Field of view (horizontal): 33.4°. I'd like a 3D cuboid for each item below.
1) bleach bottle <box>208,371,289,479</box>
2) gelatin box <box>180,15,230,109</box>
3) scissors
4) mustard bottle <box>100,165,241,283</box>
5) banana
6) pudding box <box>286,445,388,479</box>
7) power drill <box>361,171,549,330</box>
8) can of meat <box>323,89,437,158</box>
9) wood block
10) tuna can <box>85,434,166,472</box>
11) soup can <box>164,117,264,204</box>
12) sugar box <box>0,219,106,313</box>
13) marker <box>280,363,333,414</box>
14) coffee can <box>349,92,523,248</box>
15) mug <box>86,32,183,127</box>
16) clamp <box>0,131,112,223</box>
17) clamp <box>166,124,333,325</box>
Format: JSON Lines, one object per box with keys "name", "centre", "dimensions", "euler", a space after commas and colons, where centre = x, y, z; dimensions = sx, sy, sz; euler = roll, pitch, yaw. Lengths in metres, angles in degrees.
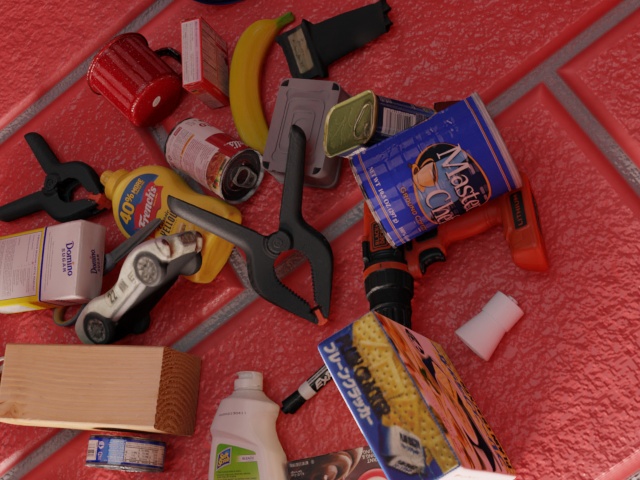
{"name": "bleach bottle", "centre": [-0.069, 0.262, 1.116], "dimensions": [0.103, 0.068, 0.251], "euler": [-8, 71, 22]}
{"name": "gelatin box", "centre": [-0.137, -0.211, 1.267], "dimensions": [0.030, 0.073, 0.089], "euler": [-11, 72, 19]}
{"name": "scissors", "centre": [-0.263, 0.017, 1.261], "dimensions": [0.202, 0.016, 0.096], "euler": [-50, 54, 20]}
{"name": "mustard bottle", "centre": [-0.186, -0.034, 1.246], "dimensions": [0.192, 0.058, 0.096], "euler": [31, 102, 27]}
{"name": "banana", "centre": [-0.075, -0.181, 1.254], "dimensions": [0.070, 0.037, 0.198], "euler": [0, 76, 22]}
{"name": "pudding box", "centre": [0.027, 0.261, 1.089], "dimensions": [0.114, 0.039, 0.090], "euler": [-15, 71, 18]}
{"name": "power drill", "centre": [0.132, 0.012, 1.087], "dimensions": [0.188, 0.057, 0.184], "euler": [-13, 56, 16]}
{"name": "can of meat", "centre": [0.064, -0.115, 1.126], "dimensions": [0.102, 0.083, 0.057], "euler": [-16, 67, 60]}
{"name": "wood block", "centre": [-0.249, 0.167, 1.200], "dimensions": [0.206, 0.090, 0.091], "euler": [-2, 75, 22]}
{"name": "tuna can", "centre": [-0.213, 0.234, 1.169], "dimensions": [0.086, 0.086, 0.034], "euler": [-1, 74, 22]}
{"name": "soup can", "centre": [-0.123, -0.093, 1.226], "dimensions": [0.102, 0.068, 0.068], "euler": [31, 89, 34]}
{"name": "sugar box", "centre": [-0.331, 0.034, 1.273], "dimensions": [0.177, 0.048, 0.093], "euler": [-7, 74, 35]}
{"name": "marker", "centre": [0.004, 0.144, 1.142], "dimensions": [0.121, 0.020, 0.020], "euler": [-43, 65, 6]}
{"name": "coffee can", "centre": [0.113, -0.068, 1.048], "dimensions": [0.140, 0.102, 0.103], "euler": [-26, 67, 9]}
{"name": "mug", "centre": [-0.212, -0.196, 1.294], "dimensions": [0.117, 0.093, 0.081], "euler": [-34, 65, -30]}
{"name": "clamp", "centre": [-0.334, -0.057, 1.325], "dimensions": [0.172, 0.039, 0.120], "euler": [26, 93, 34]}
{"name": "clamp", "centre": [-0.058, 0.001, 1.145], "dimensions": [0.164, 0.036, 0.210], "euler": [-23, 96, 0]}
